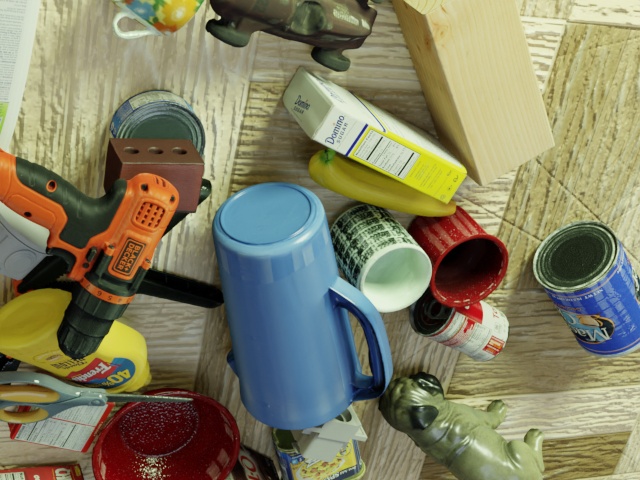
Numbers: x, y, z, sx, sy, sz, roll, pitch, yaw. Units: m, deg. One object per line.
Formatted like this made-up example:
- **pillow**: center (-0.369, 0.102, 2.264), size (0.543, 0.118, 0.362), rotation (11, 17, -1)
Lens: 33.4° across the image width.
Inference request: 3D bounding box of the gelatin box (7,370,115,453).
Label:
- **gelatin box**: center (-0.272, 0.180, 1.120), size (0.089, 0.030, 0.073), rotation (20, 113, -31)

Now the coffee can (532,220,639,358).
- **coffee can**: center (0.324, 0.059, 1.256), size (0.103, 0.103, 0.140), rotation (-38, 128, 3)

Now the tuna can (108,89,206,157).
- **tuna can**: center (-0.151, -0.095, 0.988), size (0.086, 0.034, 0.086), rotation (-11, 125, -17)

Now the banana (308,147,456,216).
- **banana**: center (0.053, -0.055, 1.085), size (0.197, 0.070, 0.037), rotation (17, 91, -41)

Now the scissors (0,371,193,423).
- **scissors**: center (-0.239, 0.165, 1.072), size (0.201, 0.016, 0.096), rotation (15, 139, -27)

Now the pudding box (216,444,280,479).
- **pudding box**: center (-0.081, 0.286, 1.220), size (0.039, 0.113, 0.090), rotation (-45, 128, 11)

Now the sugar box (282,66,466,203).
- **sugar box**: center (0.053, -0.101, 1.037), size (0.176, 0.093, 0.048), rotation (20, 111, -32)

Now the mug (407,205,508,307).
- **mug**: center (0.133, 0.017, 1.157), size (0.117, 0.081, 0.093), rotation (-24, 128, -8)

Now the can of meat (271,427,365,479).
- **can of meat**: center (-0.004, 0.250, 1.267), size (0.102, 0.057, 0.084), rotation (-19, 125, -12)

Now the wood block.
- **wood block**: center (0.147, -0.168, 1.036), size (0.091, 0.090, 0.206), rotation (-29, 128, -4)

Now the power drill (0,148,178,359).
- **power drill**: center (-0.235, 0.001, 0.898), size (0.187, 0.057, 0.184), rotation (23, 107, -25)

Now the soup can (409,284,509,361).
- **soup can**: center (0.161, 0.094, 1.229), size (0.102, 0.068, 0.068), rotation (27, 108, -35)

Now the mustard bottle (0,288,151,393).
- **mustard bottle**: center (-0.228, 0.109, 1.056), size (0.096, 0.058, 0.191), rotation (-19, 149, 20)

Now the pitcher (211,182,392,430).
- **pitcher**: center (-0.025, 0.066, 1.065), size (0.149, 0.145, 0.243), rotation (-19, 132, -11)

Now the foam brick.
- **foam brick**: center (-0.150, -0.058, 0.956), size (0.078, 0.053, 0.051), rotation (-2, 122, -24)

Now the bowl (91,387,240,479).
- **bowl**: center (-0.171, 0.217, 1.166), size (0.162, 0.055, 0.162), rotation (-8, 119, -15)

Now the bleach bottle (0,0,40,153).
- **bleach bottle**: center (-0.297, -0.134, 0.881), size (0.102, 0.068, 0.251), rotation (5, 121, -26)

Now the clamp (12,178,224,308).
- **clamp**: center (-0.192, 0.031, 1.051), size (0.210, 0.036, 0.164), rotation (-18, 133, -8)
